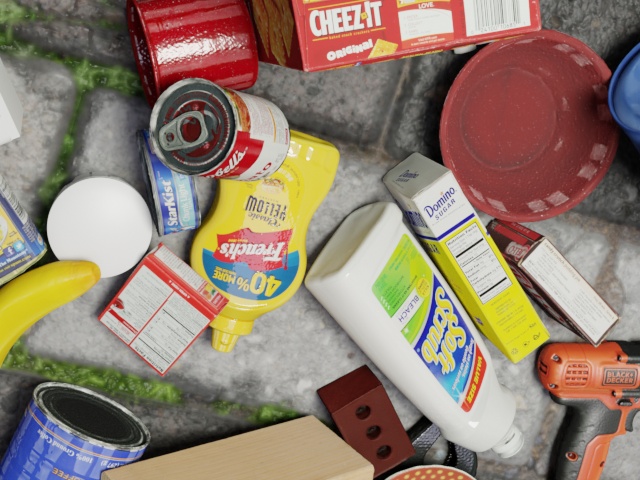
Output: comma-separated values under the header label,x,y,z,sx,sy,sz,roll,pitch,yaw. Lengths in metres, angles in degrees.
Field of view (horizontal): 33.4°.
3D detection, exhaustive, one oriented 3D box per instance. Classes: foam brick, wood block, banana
label,x,y,z,sx,sy,sz,roll,pitch,yaw
foam brick,0.041,0.160,0.944,0.053,0.051,0.078,-29,109,-5
wood block,-0.068,0.221,0.866,0.205,0.091,0.090,-9,119,-38
banana,-0.245,0.077,0.846,0.069,0.037,0.198,34,112,-4

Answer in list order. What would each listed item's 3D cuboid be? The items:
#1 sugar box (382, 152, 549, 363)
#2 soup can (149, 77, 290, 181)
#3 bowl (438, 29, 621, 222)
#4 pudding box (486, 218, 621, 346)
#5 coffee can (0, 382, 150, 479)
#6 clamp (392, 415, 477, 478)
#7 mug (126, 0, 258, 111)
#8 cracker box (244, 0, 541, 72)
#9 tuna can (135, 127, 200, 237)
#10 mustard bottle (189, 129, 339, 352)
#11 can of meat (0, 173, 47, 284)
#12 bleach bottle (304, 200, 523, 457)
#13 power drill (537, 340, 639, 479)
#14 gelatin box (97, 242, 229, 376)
label,x,y,z,sx,sy,sz,roll,pitch,yaw
sugar box,0.122,0.014,0.904,0.048,0.093,0.176,-37,108,-2
soup can,-0.071,-0.078,0.782,0.069,0.102,0.068,0,90,21
bowl,0.169,-0.099,0.905,0.162,0.055,0.162,-3,105,-12
pudding box,0.197,0.033,0.927,0.113,0.090,0.039,42,91,-20
coffee can,-0.214,0.201,0.868,0.102,0.103,0.140,25,97,-18
clamp,0.108,0.236,0.986,0.120,0.039,0.171,19,99,-18
mug,-0.096,-0.140,0.821,0.081,0.093,0.117,-15,134,-14
cracker box,0.038,-0.173,0.771,0.164,0.214,0.072,-12,105,-10
tuna can,-0.119,-0.048,0.835,0.033,0.086,0.086,-12,107,-12
mustard bottle,-0.056,0.001,0.877,0.096,0.058,0.192,15,101,-10
can of meat,-0.275,-0.003,0.826,0.102,0.057,0.084,-30,111,-4
bleach bottle,0.098,0.090,0.918,0.250,0.068,0.102,49,57,-20
power drill,0.285,0.184,1.006,0.184,0.057,0.188,3,101,-10
gelatin box,-0.128,0.056,0.862,0.073,0.030,0.089,41,123,-3
